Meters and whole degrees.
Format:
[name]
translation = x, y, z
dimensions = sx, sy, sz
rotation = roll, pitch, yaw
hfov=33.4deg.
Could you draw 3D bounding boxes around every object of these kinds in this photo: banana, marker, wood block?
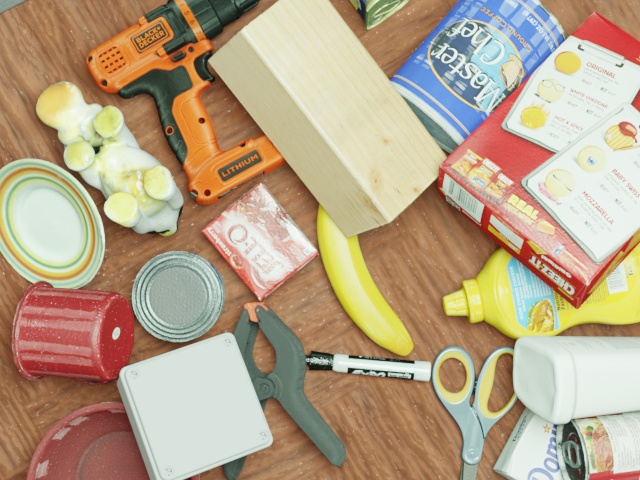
[banana]
translation = 0.036, 0.018, 1.012
dimensions = 0.069, 0.037, 0.198
rotation = -11, 90, 2
[marker]
translation = 0.044, 0.120, 1.020
dimensions = 0.121, 0.020, 0.020
rotation = 6, 90, 0
[wood block]
translation = 0.008, -0.115, 0.951
dimensions = 0.090, 0.091, 0.206
rotation = -43, 100, -25

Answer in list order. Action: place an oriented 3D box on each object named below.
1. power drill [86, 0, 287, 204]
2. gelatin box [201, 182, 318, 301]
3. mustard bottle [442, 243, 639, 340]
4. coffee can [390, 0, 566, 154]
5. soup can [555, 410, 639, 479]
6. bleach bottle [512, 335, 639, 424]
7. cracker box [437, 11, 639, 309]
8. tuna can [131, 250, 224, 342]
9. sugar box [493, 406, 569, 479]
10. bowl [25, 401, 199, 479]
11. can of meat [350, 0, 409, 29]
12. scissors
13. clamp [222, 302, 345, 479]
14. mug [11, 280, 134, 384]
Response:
[power drill]
translation = -0.101, -0.143, 1.006
dimensions = 0.184, 0.057, 0.187
rotation = -31, 88, -1
[gelatin box]
translation = -0.057, 0.001, 1.015
dimensions = 0.073, 0.030, 0.089
rotation = -39, 89, 1
[mustard bottle]
translation = 0.210, 0.044, 1.000
dimensions = 0.191, 0.058, 0.096
rotation = -11, 87, 0
[coffee can]
translation = 0.141, -0.160, 0.980
dimensions = 0.103, 0.103, 0.140
rotation = 41, 90, 0
[soup can]
translation = 0.270, 0.185, 0.950
dimensions = 0.102, 0.068, 0.068
rotation = -5, 90, -9
[bleach bottle]
translation = 0.308, 0.117, 0.964
dimensions = 0.250, 0.103, 0.068
rotation = -2, 98, -13
[cracker box]
translation = 0.233, -0.072, 0.935
dimensions = 0.164, 0.072, 0.213
rotation = 41, 75, 19
[tuna can]
translation = -0.134, 0.053, 1.014
dimensions = 0.086, 0.034, 0.086
rotation = 0, 89, 0
[sugar box]
translation = 0.262, 0.220, 1.000
dimensions = 0.176, 0.048, 0.093
rotation = 30, 79, -2
[bowl]
translation = -0.190, 0.229, 1.002
dimensions = 0.162, 0.055, 0.162
rotation = 0, 90, 0
[can of meat]
translation = 0.042, -0.251, 0.983
dimensions = 0.057, 0.102, 0.084
rotation = -36, 88, 0
[scissors]
translation = 0.129, 0.189, 1.021
dimensions = 0.096, 0.016, 0.202
rotation = 24, 90, 2
[clamp]
translation = -0.037, 0.143, 1.005
dimensions = 0.120, 0.039, 0.171
rotation = -3, 92, 9
[mug]
translation = -0.221, 0.094, 0.984
dimensions = 0.081, 0.093, 0.117
rotation = 3, 133, 15
